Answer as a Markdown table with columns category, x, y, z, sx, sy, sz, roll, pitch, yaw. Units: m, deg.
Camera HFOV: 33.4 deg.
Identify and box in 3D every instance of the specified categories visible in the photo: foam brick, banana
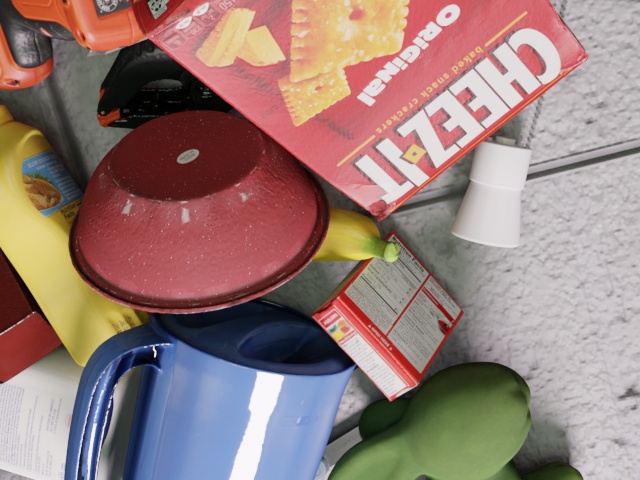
| category | x | y | z | sx | sy | sz | roll | pitch | yaw |
| --- | --- | --- | --- | --- | --- | --- | --- | --- | --- |
| foam brick | -0.215 | 0.044 | 0.710 | 0.051 | 0.053 | 0.078 | -32 | 62 | -9 |
| banana | -0.049 | 0.000 | 0.672 | 0.198 | 0.069 | 0.037 | -4 | 93 | 6 |

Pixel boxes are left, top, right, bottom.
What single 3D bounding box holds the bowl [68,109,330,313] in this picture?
| category | x | y | z | sx | sy | sz | roll | pitch | yaw |
| --- | --- | --- | --- | --- | --- | --- | --- | --- | --- |
| bowl | -0.076 | -0.030 | 0.638 | 0.162 | 0.162 | 0.055 | 3 | 131 | 10 |

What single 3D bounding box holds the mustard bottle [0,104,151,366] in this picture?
| category | x | y | z | sx | sy | sz | roll | pitch | yaw |
| --- | --- | --- | --- | --- | --- | --- | --- | --- | --- |
| mustard bottle | -0.182 | -0.015 | 0.698 | 0.058 | 0.096 | 0.191 | -31 | 96 | 13 |

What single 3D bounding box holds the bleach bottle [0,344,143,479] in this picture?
| category | x | y | z | sx | sy | sz | roll | pitch | yaw |
| --- | --- | --- | --- | --- | --- | --- | --- | --- | --- |
| bleach bottle | -0.255 | 0.100 | 0.759 | 0.251 | 0.068 | 0.103 | 15 | 106 | 9 |

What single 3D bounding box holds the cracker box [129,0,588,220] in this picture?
| category | x | y | z | sx | sy | sz | roll | pitch | yaw |
| --- | --- | --- | --- | --- | --- | --- | --- | --- | --- |
| cracker box | 0.026 | -0.122 | 0.586 | 0.164 | 0.072 | 0.213 | -38 | 135 | 17 |

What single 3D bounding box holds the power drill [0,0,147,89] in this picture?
| category | x | y | z | sx | sy | sz | roll | pitch | yaw |
| --- | --- | --- | --- | --- | --- | --- | --- | --- | --- |
| power drill | -0.174 | -0.179 | 0.627 | 0.188 | 0.057 | 0.184 | 12 | 124 | 51 |

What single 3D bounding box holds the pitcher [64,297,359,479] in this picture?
| category | x | y | z | sx | sy | sz | roll | pitch | yaw |
| --- | --- | --- | --- | --- | --- | --- | --- | --- | --- |
| pitcher | -0.079 | 0.161 | 0.690 | 0.149 | 0.145 | 0.243 | 17 | 103 | 8 |

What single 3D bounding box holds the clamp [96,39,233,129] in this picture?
| category | x | y | z | sx | sy | sz | roll | pitch | yaw |
| --- | --- | --- | --- | --- | --- | --- | --- | --- | --- |
| clamp | -0.069 | -0.114 | 0.660 | 0.171 | 0.039 | 0.120 | -12 | 136 | 13 |

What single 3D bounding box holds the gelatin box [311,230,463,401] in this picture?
| category | x | y | z | sx | sy | sz | roll | pitch | yaw |
| --- | --- | --- | --- | --- | --- | --- | --- | --- | --- |
| gelatin box | 0.045 | 0.046 | 0.676 | 0.073 | 0.089 | 0.030 | 47 | 129 | -4 |
